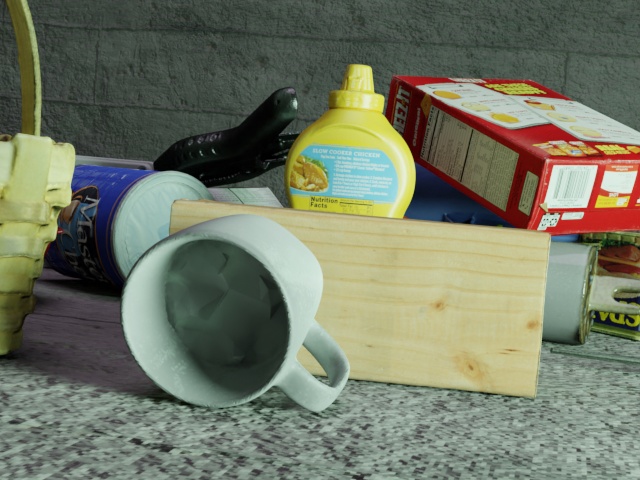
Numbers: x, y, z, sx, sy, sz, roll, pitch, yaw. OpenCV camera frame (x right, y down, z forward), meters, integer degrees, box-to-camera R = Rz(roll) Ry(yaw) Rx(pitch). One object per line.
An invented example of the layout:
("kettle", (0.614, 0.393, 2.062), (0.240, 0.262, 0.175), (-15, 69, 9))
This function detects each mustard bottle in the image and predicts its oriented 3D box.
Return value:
("mustard bottle", (0.020, -0.033, 0.788), (0.096, 0.191, 0.058), (6, 4, 13))

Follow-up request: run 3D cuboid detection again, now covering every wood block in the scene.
("wood block", (0.020, 0.029, 0.617), (0.206, 0.090, 0.090), (5, 2, 6))

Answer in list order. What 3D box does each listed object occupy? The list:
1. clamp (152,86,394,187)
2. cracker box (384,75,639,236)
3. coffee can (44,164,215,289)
("clamp", (-0.051, -0.076, 0.900), (0.210, 0.036, 0.164), (-17, -15, 37))
("cracker box", (0.177, -0.076, 0.910), (0.163, 0.072, 0.214), (-3, 26, -31))
("coffee can", (-0.164, -0.010, 0.895), (0.102, 0.103, 0.141), (2, 4, -42))
